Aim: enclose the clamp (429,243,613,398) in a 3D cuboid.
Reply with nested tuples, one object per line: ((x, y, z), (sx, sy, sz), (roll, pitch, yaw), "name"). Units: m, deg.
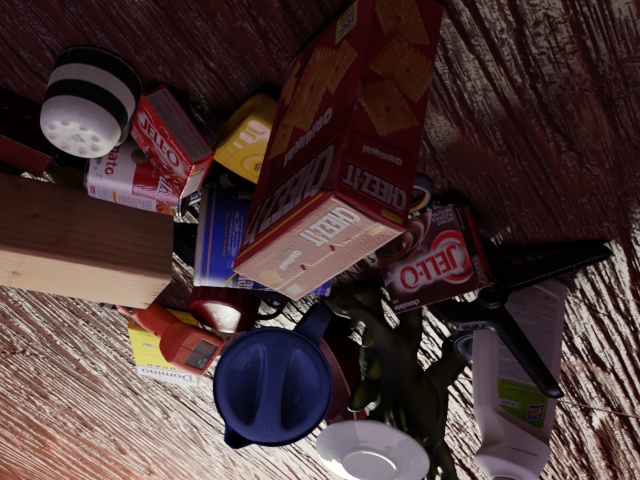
((0.184, 0.067, 1.112), (0.210, 0.164, 0.036), (10, 168, 23), "clamp")

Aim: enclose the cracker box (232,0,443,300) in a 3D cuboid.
((0.013, -0.081, 0.846), (0.072, 0.213, 0.164), (25, 148, -20), "cracker box")

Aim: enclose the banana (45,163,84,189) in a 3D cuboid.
((-0.276, -0.033, 1.227), (0.070, 0.037, 0.198), (27, 151, 12), "banana")

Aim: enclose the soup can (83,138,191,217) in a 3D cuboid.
((-0.184, -0.067, 1.095), (0.102, 0.068, 0.068), (13, 150, 1), "soup can")

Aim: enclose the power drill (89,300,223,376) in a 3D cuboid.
((-0.218, 0.084, 1.284), (0.188, 0.057, 0.184), (34, 179, 27), "power drill")

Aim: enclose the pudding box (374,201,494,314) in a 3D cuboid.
((0.113, 0.018, 1.093), (0.114, 0.090, 0.039), (-21, 174, 42), "pudding box")

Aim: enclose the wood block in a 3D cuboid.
((-0.269, 0.002, 1.141), (0.205, 0.090, 0.091), (12, 149, -25), "wood block")

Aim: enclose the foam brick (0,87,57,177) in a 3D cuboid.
((-0.308, -0.110, 1.089), (0.078, 0.053, 0.051), (24, 149, -19), "foam brick")

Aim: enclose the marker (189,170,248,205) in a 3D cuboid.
((-0.113, -0.058, 1.131), (0.121, 0.020, 0.020), (-19, 137, 43), "marker")

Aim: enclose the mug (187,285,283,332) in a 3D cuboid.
((-0.097, 0.060, 1.260), (0.117, 0.081, 0.093), (19, 150, -10), "mug")

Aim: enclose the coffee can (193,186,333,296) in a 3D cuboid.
((-0.057, 0.001, 1.103), (0.140, 0.103, 0.103), (5, 151, -5), "coffee can")

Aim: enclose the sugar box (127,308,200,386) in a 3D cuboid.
((-0.215, 0.150, 1.499), (0.093, 0.048, 0.176), (12, 149, 3), "sugar box")

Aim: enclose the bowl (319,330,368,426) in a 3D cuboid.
((0.033, 0.181, 1.385), (0.055, 0.162, 0.162), (-18, 156, -19), "bowl")

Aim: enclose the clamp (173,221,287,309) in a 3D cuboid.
((-0.090, 0.016, 1.198), (0.171, 0.120, 0.039), (26, 113, 15), "clamp")

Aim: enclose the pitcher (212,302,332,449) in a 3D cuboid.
((-0.052, 0.155, 1.285), (0.149, 0.145, 0.243), (-11, 180, -3), "pitcher")

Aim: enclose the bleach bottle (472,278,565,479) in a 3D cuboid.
((0.200, 0.153, 1.128), (0.102, 0.250, 0.068), (14, 150, 0), "bleach bottle")

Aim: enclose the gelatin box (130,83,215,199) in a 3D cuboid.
((-0.144, -0.094, 1.027), (0.089, 0.030, 0.073), (53, 151, 9), "gelatin box")

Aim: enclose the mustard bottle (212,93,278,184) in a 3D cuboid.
((-0.005, -0.061, 1.023), (0.191, 0.058, 0.096), (32, 145, -18), "mustard bottle")

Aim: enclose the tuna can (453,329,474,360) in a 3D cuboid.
((0.203, 0.117, 1.284), (0.086, 0.033, 0.086), (10, 150, 6), "tuna can")
